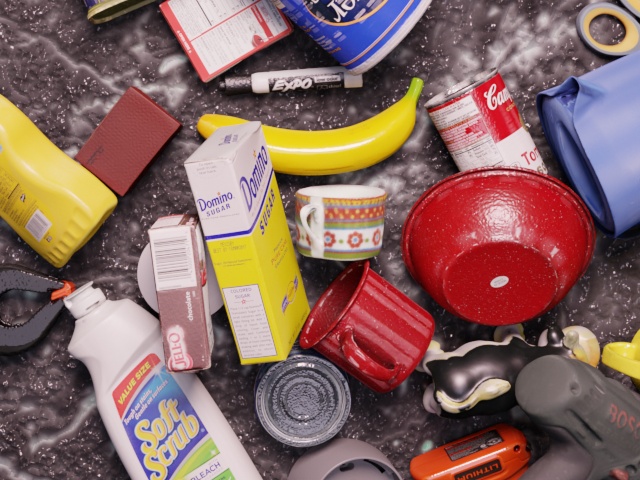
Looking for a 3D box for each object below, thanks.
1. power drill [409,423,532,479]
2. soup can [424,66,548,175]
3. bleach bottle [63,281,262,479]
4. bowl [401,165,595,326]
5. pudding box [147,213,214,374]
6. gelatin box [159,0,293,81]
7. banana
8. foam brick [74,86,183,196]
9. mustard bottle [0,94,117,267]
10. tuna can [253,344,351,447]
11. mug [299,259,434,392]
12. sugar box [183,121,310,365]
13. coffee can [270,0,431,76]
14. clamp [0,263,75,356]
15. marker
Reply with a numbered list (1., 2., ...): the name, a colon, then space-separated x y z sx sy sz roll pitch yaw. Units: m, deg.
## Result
1. power drill: 0.146 0.272 0.950 0.184 0.057 0.187 -22 101 -4
2. soup can: 0.140 -0.084 0.894 0.068 0.068 0.102 -28 99 1
3. bleach bottle: -0.144 0.151 0.909 0.102 0.068 0.251 -33 99 -3
4. bowl: 0.146 0.019 0.877 0.162 0.055 0.162 3 129 4
5. pudding box: -0.107 0.039 0.835 0.039 0.090 0.113 -5 97 -4
6. gelatin box: -0.078 -0.185 0.890 0.089 0.030 0.073 -30 97 1
7. banana: -0.003 -0.087 0.906 0.197 0.037 0.069 -10 68 -5
8. foam brick: -0.158 -0.083 0.888 0.053 0.051 0.078 40 94 -6
9. mustard bottle: -0.260 -0.067 0.870 0.191 0.096 0.058 43 49 -6
10. tuna can: -0.016 0.136 0.934 0.086 0.034 0.086 0 98 -3
11. mug: 0.042 0.079 0.891 0.081 0.117 0.093 37 106 -12
12. sugar box: -0.055 0.001 0.864 0.048 0.093 0.176 -6 112 15
13. coffee can: 0.008 -0.214 0.842 0.140 0.103 0.103 39 94 -17
14. clamp: -0.292 0.077 0.909 0.171 0.039 0.120 -9 99 -2
15. marker: -0.025 -0.135 0.901 0.121 0.020 0.020 -4 98 1
